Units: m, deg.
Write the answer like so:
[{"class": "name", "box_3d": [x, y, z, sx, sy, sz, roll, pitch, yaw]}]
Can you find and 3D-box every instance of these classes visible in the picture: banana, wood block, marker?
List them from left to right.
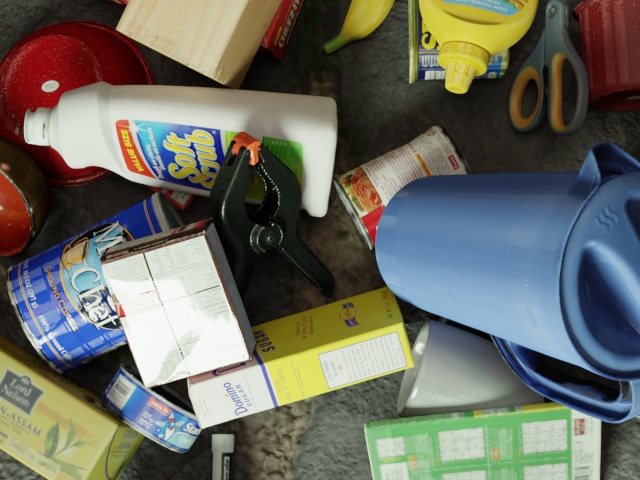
[{"class": "marker", "box_3d": [-0.083, 0.222, 0.885, 0.020, 0.020, 0.121, 0, 79, 6]}, {"class": "wood block", "box_3d": [-0.070, -0.237, 0.861, 0.090, 0.090, 0.206, 28, 95, 9]}, {"class": "banana", "box_3d": [0.040, -0.265, 0.961, 0.069, 0.037, 0.198, 3, 79, 7]}]

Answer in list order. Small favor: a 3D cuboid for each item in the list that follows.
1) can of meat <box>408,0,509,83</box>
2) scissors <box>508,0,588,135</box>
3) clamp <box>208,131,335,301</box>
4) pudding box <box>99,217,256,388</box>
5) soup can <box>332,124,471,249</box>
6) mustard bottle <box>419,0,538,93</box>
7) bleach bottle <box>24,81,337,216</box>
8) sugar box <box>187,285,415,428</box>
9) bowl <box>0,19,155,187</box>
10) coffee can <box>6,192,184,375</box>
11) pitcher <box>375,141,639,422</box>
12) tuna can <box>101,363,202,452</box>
[{"class": "can of meat", "box_3d": [0.118, -0.190, 0.928, 0.084, 0.057, 0.102, 0, 79, 4]}, {"class": "scissors", "box_3d": [0.189, -0.179, 0.907, 0.016, 0.096, 0.202, 6, 72, -31]}, {"class": "clamp", "box_3d": [-0.056, 0.001, 0.853, 0.120, 0.171, 0.039, -34, 33, -26]}, {"class": "pudding box", "box_3d": [-0.109, 0.049, 0.821, 0.090, 0.039, 0.113, -16, 107, 7]}, {"class": "soup can", "box_3d": [0.070, -0.046, 0.898, 0.102, 0.068, 0.068, -28, 77, -1]}, {"class": "mustard bottle", "box_3d": [0.133, -0.212, 0.872, 0.096, 0.058, 0.191, 14, 79, 5]}, {"class": "bleach bottle", "box_3d": [-0.115, -0.079, 0.884, 0.250, 0.103, 0.068, 4, 40, -4]}, {"class": "sugar box", "box_3d": [-0.017, 0.092, 0.864, 0.176, 0.093, 0.048, -15, 106, 2]}, {"class": "bowl", "box_3d": [-0.232, -0.132, 0.957, 0.162, 0.055, 0.162, -1, 79, 7]}, {"class": "coffee can", "box_3d": [-0.173, 0.036, 0.891, 0.140, 0.103, 0.103, -26, 77, 1]}, {"class": "pitcher", "box_3d": [0.145, 0.022, 0.760, 0.144, 0.243, 0.149, 32, 80, -27]}, {"class": "tuna can", "box_3d": [-0.136, 0.137, 0.874, 0.086, 0.086, 0.034, 32, 85, 12]}]
